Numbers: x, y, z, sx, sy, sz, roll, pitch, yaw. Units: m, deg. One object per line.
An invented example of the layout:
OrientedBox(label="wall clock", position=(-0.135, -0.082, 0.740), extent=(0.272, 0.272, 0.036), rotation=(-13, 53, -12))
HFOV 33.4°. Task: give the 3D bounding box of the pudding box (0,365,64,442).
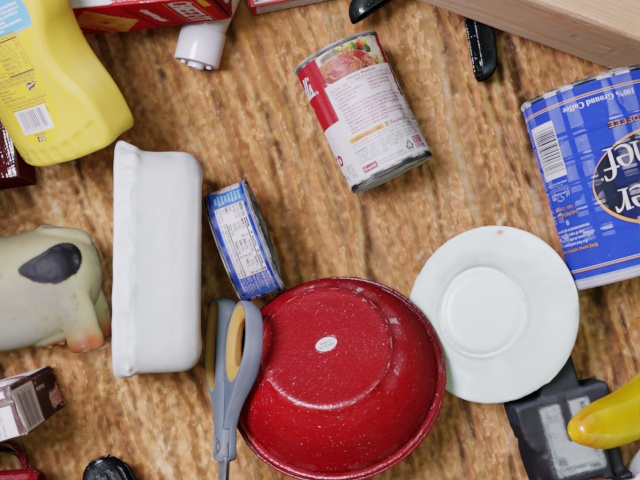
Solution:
OrientedBox(label="pudding box", position=(-0.241, 0.124, 0.757), extent=(0.090, 0.113, 0.039), rotation=(-18, 89, 0))

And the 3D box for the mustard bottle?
OrientedBox(label="mustard bottle", position=(-0.207, -0.146, 0.722), extent=(0.096, 0.058, 0.191), rotation=(-7, 118, 39))

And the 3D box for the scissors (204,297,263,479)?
OrientedBox(label="scissors", position=(-0.059, 0.129, 0.729), extent=(0.016, 0.096, 0.202), rotation=(6, 64, -24))

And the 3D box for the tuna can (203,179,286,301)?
OrientedBox(label="tuna can", position=(-0.055, 0.001, 0.778), extent=(0.034, 0.086, 0.086), rotation=(-20, 86, 0))

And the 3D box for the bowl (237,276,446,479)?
OrientedBox(label="bowl", position=(0.007, 0.086, 0.755), extent=(0.162, 0.055, 0.162), rotation=(-4, 60, 7))

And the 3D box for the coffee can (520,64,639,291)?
OrientedBox(label="coffee can", position=(0.213, -0.044, 0.770), extent=(0.103, 0.103, 0.140), rotation=(-15, 86, -1))

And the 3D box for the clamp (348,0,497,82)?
OrientedBox(label="clamp", position=(0.094, -0.216, 0.812), extent=(0.120, 0.039, 0.171), rotation=(16, 82, -13))

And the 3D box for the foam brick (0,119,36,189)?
OrientedBox(label="foam brick", position=(-0.249, -0.078, 0.802), extent=(0.051, 0.053, 0.078), rotation=(-8, 85, 0))

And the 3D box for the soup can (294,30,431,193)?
OrientedBox(label="soup can", position=(0.032, -0.094, 0.792), extent=(0.068, 0.068, 0.102), rotation=(-25, 87, -1))
